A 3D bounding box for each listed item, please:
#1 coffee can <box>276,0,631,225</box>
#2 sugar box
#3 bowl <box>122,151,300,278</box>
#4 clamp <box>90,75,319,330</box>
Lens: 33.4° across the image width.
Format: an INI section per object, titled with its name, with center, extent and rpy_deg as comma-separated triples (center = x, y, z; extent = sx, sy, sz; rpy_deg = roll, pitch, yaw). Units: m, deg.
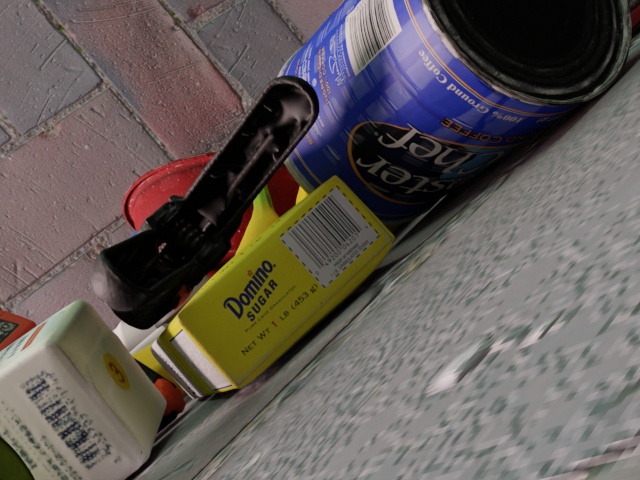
[coffee can]
center = 0.051, -0.077, 0.473
extent = 0.102, 0.103, 0.141
rpy_deg = -42, 3, -32
[sugar box]
center = -0.032, 0.030, 0.514
extent = 0.093, 0.048, 0.176
rpy_deg = -42, 3, -17
[bowl]
center = -0.055, 0.001, 0.731
extent = 0.162, 0.055, 0.162
rpy_deg = -2, -25, -1
[clamp]
center = -0.053, -0.008, 0.474
extent = 0.120, 0.039, 0.172
rpy_deg = -42, 1, -14
